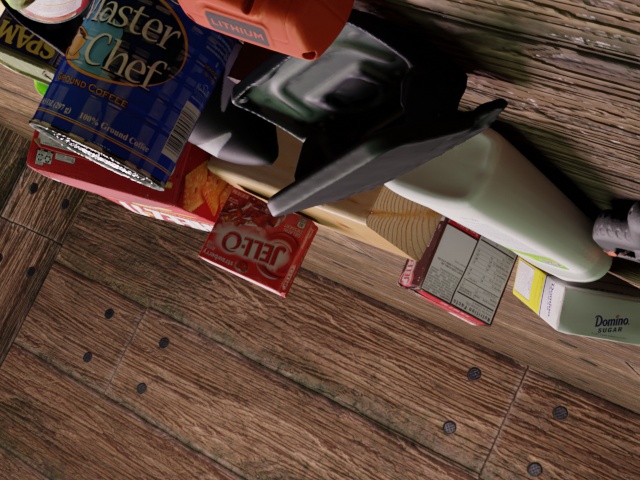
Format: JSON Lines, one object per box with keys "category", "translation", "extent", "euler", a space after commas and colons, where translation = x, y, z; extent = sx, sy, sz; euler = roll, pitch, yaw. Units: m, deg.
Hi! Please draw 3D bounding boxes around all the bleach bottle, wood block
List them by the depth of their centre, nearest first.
{"category": "bleach bottle", "translation": [0.156, -0.020, 0.836], "extent": [0.103, 0.068, 0.250], "euler": [25, 178, 42]}
{"category": "wood block", "translation": [0.008, -0.062, 0.958], "extent": [0.206, 0.090, 0.090], "euler": [21, 172, 42]}

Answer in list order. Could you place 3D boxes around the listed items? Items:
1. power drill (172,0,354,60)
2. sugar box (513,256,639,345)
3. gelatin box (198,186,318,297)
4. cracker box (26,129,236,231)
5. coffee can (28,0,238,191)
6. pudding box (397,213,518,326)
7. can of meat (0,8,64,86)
{"category": "power drill", "translation": [-0.052, -0.156, 0.506], "extent": [0.185, 0.057, 0.187], "euler": [27, 173, 30]}
{"category": "sugar box", "translation": [0.240, 0.053, 0.969], "extent": [0.093, 0.048, 0.176], "euler": [9, -171, -2]}
{"category": "gelatin box", "translation": [-0.056, 0.001, 0.981], "extent": [0.089, 0.073, 0.030], "euler": [24, 174, 20]}
{"category": "cracker box", "translation": [-0.168, -0.063, 1.077], "extent": [0.164, 0.072, 0.213], "euler": [15, 175, 18]}
{"category": "coffee can", "translation": [-0.123, -0.119, 0.737], "extent": [0.103, 0.140, 0.103], "euler": [26, 175, 2]}
{"category": "pudding box", "translation": [0.130, 0.009, 0.951], "extent": [0.090, 0.113, 0.039], "euler": [29, 171, -29]}
{"category": "can of meat", "translation": [-0.232, -0.182, 0.931], "extent": [0.102, 0.084, 0.057], "euler": [24, 171, 24]}
